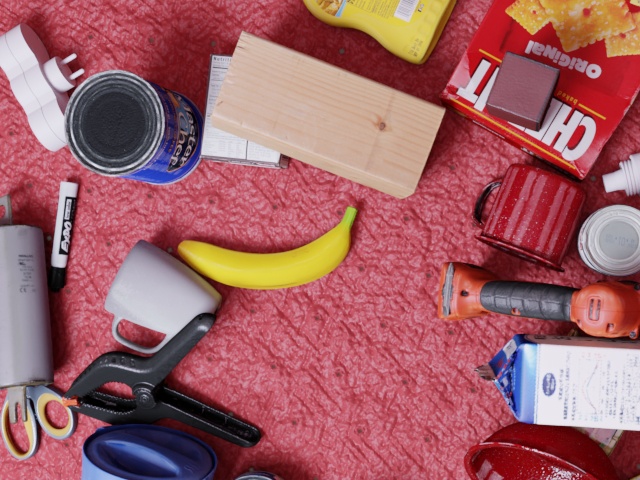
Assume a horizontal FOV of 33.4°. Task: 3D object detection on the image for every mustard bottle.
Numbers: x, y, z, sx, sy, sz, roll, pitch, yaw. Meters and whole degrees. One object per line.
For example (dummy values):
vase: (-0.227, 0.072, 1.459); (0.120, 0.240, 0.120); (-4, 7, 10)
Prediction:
mustard bottle: (0.038, -0.258, 1.079); (0.192, 0.058, 0.096); (27, 96, 10)

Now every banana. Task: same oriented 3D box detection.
banana: (-0.051, 0.018, 1.110); (0.198, 0.037, 0.069); (-11, 69, 10)

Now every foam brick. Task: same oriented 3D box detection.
foam brick: (0.184, -0.134, 0.969); (0.051, 0.078, 0.053); (21, 93, 11)

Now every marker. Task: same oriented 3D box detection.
marker: (-0.281, -0.004, 1.161); (0.020, 0.020, 0.121); (9, 92, 11)

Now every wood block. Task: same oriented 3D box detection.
wood block: (0.005, -0.120, 1.043); (0.206, 0.090, 0.091); (21, 88, -3)

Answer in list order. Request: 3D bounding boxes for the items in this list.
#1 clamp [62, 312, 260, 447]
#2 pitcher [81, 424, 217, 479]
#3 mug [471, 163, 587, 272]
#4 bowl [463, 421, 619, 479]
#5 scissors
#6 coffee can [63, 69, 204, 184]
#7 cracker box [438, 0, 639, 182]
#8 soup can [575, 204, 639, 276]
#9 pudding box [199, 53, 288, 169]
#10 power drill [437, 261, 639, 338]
clamp: (-0.175, 0.145, 1.108); (0.210, 0.036, 0.164); (-1, 119, 16)
pitcher: (-0.194, 0.314, 1.084); (0.145, 0.149, 0.243); (12, 103, 4)
mug: (0.199, -0.027, 1.039); (0.117, 0.093, 0.081); (21, 89, 47)
bowl: (0.221, 0.218, 1.014); (0.162, 0.162, 0.055); (26, 59, 10)
scissors: (-0.318, 0.139, 1.170); (0.096, 0.016, 0.202); (-5, 89, 10)
coffee can: (-0.183, -0.111, 1.081); (0.103, 0.140, 0.103); (0, 90, 11)
cracker box: (0.238, -0.188, 1.033); (0.164, 0.072, 0.214); (31, 96, 10)
soup can: (0.278, 0.001, 1.008); (0.068, 0.102, 0.068); (0, 90, 11)
pudding box: (-0.074, -0.135, 1.112); (0.090, 0.039, 0.113); (7, 89, 10)
power drill: (0.219, 0.056, 1.005); (0.188, 0.184, 0.057); (4, 87, 31)
